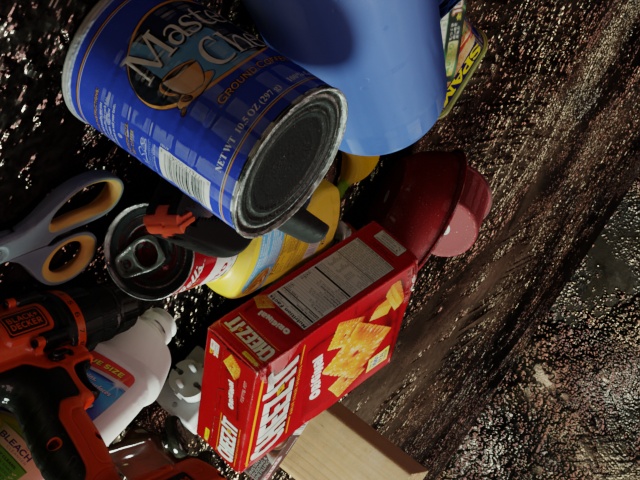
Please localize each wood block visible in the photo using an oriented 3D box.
[{"bbox_3d":[0.012,0.245,1.253,0.090,0.206,0.090,-56,160,4],"label":"wood block"}]

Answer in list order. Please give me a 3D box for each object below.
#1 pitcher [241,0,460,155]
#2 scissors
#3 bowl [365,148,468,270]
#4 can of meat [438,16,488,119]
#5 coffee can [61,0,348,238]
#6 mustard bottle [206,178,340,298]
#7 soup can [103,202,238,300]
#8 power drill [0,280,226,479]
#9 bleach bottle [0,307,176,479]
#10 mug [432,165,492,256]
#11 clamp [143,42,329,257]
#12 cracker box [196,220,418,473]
[{"bbox_3d":[0.027,-0.160,0.696,0.145,0.149,0.242,-65,158,-17],"label":"pitcher"},{"bbox_3d":[-0.203,0.017,0.679,0.201,0.016,0.096,-37,154,-40],"label":"scissors"},{"bbox_3d":[0.094,-0.037,1.153,0.162,0.055,0.162,-59,-166,23],"label":"bowl"},{"bbox_3d":[0.107,-0.175,1.022,0.102,0.057,0.083,-58,157,7],"label":"can of meat"},{"bbox_3d":[-0.069,-0.081,0.641,0.102,0.140,0.103,-45,158,-24],"label":"coffee can"},{"bbox_3d":[-0.056,0.001,0.925,0.191,0.058,0.096,-21,140,-57],"label":"mustard bottle"},{"bbox_3d":[-0.106,0.003,0.782,0.068,0.068,0.102,-59,170,12],"label":"soup can"},{"bbox_3d":[-0.149,0.112,0.708,0.184,0.188,0.057,-20,152,-52],"label":"power drill"},{"bbox_3d":[-0.195,0.118,0.766,0.250,0.102,0.068,-43,168,-48],"label":"bleach bottle"},{"bbox_3d":[0.141,-0.032,1.265,0.081,0.117,0.093,-62,136,-55],"label":"mug"},{"bbox_3d":[-0.052,-0.038,0.759,0.209,0.036,0.164,-49,130,-52],"label":"clamp"},{"bbox_3d":[-0.011,0.100,1.003,0.213,0.072,0.164,-33,150,-34],"label":"cracker box"}]
